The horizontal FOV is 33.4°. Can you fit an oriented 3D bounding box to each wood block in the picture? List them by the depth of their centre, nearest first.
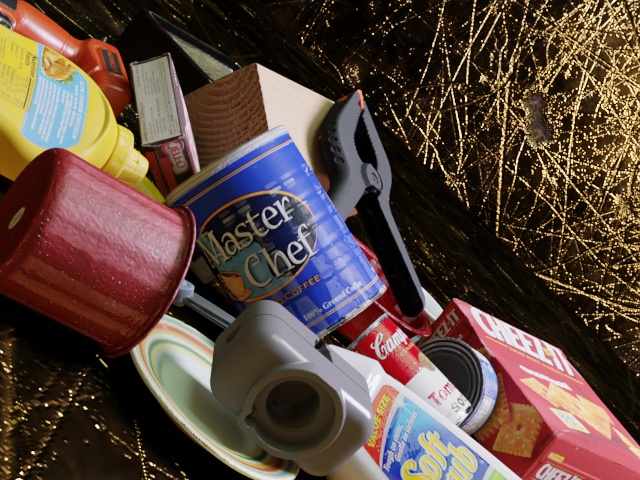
[{"bbox_3d":[-0.030,-0.081,0.993,0.205,0.090,0.091,15,59,-58],"label":"wood block"}]

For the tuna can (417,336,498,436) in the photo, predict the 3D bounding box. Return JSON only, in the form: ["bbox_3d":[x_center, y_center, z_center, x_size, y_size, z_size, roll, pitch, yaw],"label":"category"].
[{"bbox_3d":[0.109,0.129,0.920,0.033,0.086,0.086,32,17,-49],"label":"tuna can"}]

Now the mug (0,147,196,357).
[{"bbox_3d":[-0.130,0.000,0.575,0.081,0.093,0.117,32,5,-30],"label":"mug"}]

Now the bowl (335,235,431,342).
[{"bbox_3d":[0.029,0.048,1.006,0.162,0.055,0.162,42,12,-11],"label":"bowl"}]

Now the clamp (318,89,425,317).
[{"bbox_3d":[0.029,-0.047,0.937,0.164,0.036,0.210,28,47,-51],"label":"clamp"}]

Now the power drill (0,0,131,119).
[{"bbox_3d":[-0.236,-0.159,0.831,0.187,0.057,0.184,37,17,-35],"label":"power drill"}]

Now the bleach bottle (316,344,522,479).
[{"bbox_3d":[0.055,0.154,0.676,0.251,0.068,0.102,39,53,14],"label":"bleach bottle"}]

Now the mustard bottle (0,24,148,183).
[{"bbox_3d":[-0.189,-0.084,0.661,0.191,0.058,0.096,29,42,-34],"label":"mustard bottle"}]

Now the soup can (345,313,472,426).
[{"bbox_3d":[0.062,0.118,0.848,0.102,0.068,0.068,47,12,8],"label":"soup can"}]

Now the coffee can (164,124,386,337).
[{"bbox_3d":[-0.032,0.002,0.771,0.140,0.103,0.102,58,12,-2],"label":"coffee can"}]

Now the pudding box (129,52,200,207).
[{"bbox_3d":[-0.120,-0.079,0.850,0.090,0.039,0.113,80,-7,-46],"label":"pudding box"}]

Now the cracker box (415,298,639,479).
[{"bbox_3d":[0.202,0.158,0.978,0.164,0.072,0.214,27,18,-30],"label":"cracker box"}]
